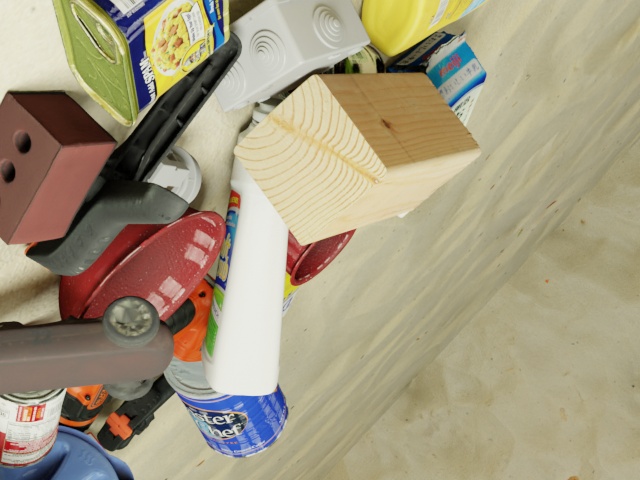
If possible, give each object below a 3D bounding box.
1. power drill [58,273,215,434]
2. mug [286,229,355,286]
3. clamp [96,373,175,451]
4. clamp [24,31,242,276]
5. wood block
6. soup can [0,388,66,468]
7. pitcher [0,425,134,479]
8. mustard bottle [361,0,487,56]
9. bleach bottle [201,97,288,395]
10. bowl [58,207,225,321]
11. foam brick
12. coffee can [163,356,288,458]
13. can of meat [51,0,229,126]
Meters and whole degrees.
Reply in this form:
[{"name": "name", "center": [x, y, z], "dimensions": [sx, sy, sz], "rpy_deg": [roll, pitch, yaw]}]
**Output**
[{"name": "power drill", "center": [-0.175, 0.113, 0.997], "dimensions": [0.187, 0.057, 0.185], "rpy_deg": [-30, 161, -48]}, {"name": "mug", "center": [-0.026, -0.018, 1.015], "dimensions": [0.093, 0.081, 0.117], "rpy_deg": [-49, 164, 7]}, {"name": "clamp", "center": [-0.200, 0.190, 1.122], "dimensions": [0.120, 0.039, 0.171], "rpy_deg": [-53, 174, 8]}, {"name": "clamp", "center": [-0.130, -0.028, 0.682], "dimensions": [0.210, 0.036, 0.164], "rpy_deg": [-39, -154, 32]}, {"name": "wood block", "center": [0.037, -0.070, 0.833], "dimensions": [0.090, 0.091, 0.205], "rpy_deg": [-40, 170, 26]}, {"name": "soup can", "center": [-0.238, 0.127, 0.849], "dimensions": [0.068, 0.068, 0.102], "rpy_deg": [-33, 159, -40]}, {"name": "pitcher", "center": [-0.282, 0.277, 0.975], "dimensions": [0.243, 0.149, 0.145], "rpy_deg": [-51, -161, 48]}, {"name": "mustard bottle", "center": [0.118, -0.230, 0.916], "dimensions": [0.191, 0.058, 0.096], "rpy_deg": [-34, 157, -38]}, {"name": "bleach bottle", "center": [-0.056, 0.001, 0.912], "dimensions": [0.102, 0.068, 0.251], "rpy_deg": [-114, -150, -67]}, {"name": "bowl", "center": [-0.151, 0.022, 0.840], "dimensions": [0.162, 0.055, 0.162], "rpy_deg": [-42, 164, -16]}, {"name": "foam brick", "center": [-0.170, -0.044, 0.638], "dimensions": [0.078, 0.053, 0.051], "rpy_deg": [-55, 162, 24]}, {"name": "coffee can", "center": [-0.099, 0.155, 1.139], "dimensions": [0.102, 0.103, 0.140], "rpy_deg": [-41, 144, -18]}, {"name": "can of meat", "center": [-0.099, -0.127, 0.610], "dimensions": [0.083, 0.057, 0.102], "rpy_deg": [-43, 165, -20]}]
